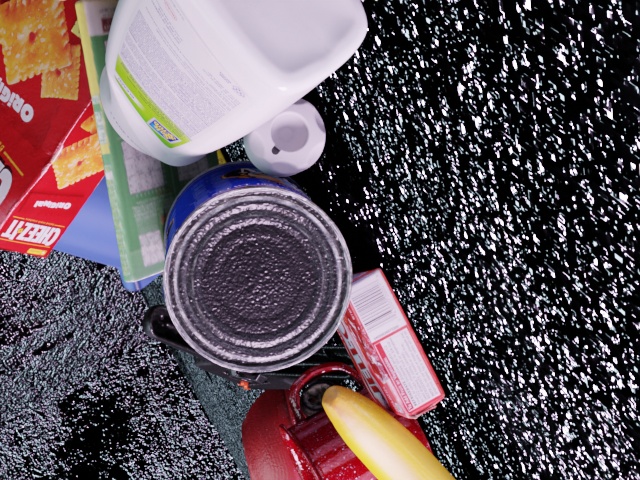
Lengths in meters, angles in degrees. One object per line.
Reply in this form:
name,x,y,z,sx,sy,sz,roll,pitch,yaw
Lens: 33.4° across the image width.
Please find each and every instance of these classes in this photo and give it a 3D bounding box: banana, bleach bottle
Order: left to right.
bleach bottle,-0.070,-0.095,0.544,0.102,0.068,0.251,54,158,-10
banana,0.073,0.162,0.644,0.198,0.037,0.069,49,177,7

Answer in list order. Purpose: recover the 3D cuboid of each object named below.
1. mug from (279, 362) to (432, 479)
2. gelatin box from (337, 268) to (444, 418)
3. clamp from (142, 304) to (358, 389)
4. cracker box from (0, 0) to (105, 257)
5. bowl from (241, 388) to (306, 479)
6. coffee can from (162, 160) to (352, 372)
mug,0.022,0.141,0.753,0.117,0.081,0.093,62,168,2
gelatin box,0.035,0.063,0.655,0.089,0.030,0.073,63,168,-2
clamp,-0.047,0.097,0.862,0.210,0.164,0.036,85,-163,-74
cracker box,-0.214,-0.121,0.810,0.164,0.214,0.072,47,-164,27
bowl,-0.032,0.201,0.965,0.162,0.055,0.162,-18,-89,-89
coffee can,-0.042,0.010,0.637,0.103,0.103,0.140,65,177,-12
